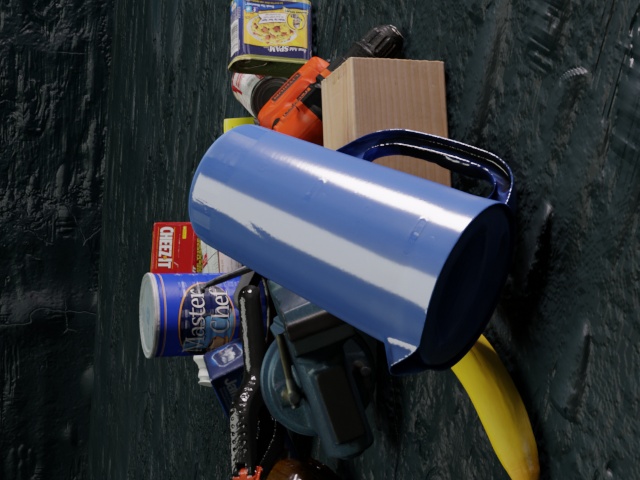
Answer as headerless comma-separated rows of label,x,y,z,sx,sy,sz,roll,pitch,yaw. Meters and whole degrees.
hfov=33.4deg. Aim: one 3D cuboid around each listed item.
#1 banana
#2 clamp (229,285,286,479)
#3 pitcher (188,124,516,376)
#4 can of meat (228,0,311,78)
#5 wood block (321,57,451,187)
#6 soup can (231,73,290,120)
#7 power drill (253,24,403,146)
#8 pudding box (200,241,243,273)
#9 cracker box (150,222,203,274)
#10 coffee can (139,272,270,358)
banana,0.126,0.114,0.841,0.198,0.037,0.069,-123,20,-61
clamp,-0.067,0.165,1.184,0.164,0.036,0.210,58,-146,-38
pitcher,0.024,-0.014,0.832,0.243,0.149,0.145,24,117,29
can of meat,-0.060,-0.247,1.288,0.058,0.102,0.084,155,115,-70
wood block,0.059,-0.050,0.949,0.090,0.090,0.206,158,110,-71
soup can,-0.071,-0.192,1.371,0.102,0.068,0.068,-131,44,-62
power drill,0.001,-0.148,1.092,0.184,0.057,0.188,-45,12,2
pudding box,-0.129,0.036,1.419,0.090,0.039,0.113,139,127,-65
cracker box,-0.200,0.072,1.618,0.213,0.072,0.164,54,-143,-76
coffee can,-0.143,0.090,1.300,0.103,0.140,0.103,180,90,-71
